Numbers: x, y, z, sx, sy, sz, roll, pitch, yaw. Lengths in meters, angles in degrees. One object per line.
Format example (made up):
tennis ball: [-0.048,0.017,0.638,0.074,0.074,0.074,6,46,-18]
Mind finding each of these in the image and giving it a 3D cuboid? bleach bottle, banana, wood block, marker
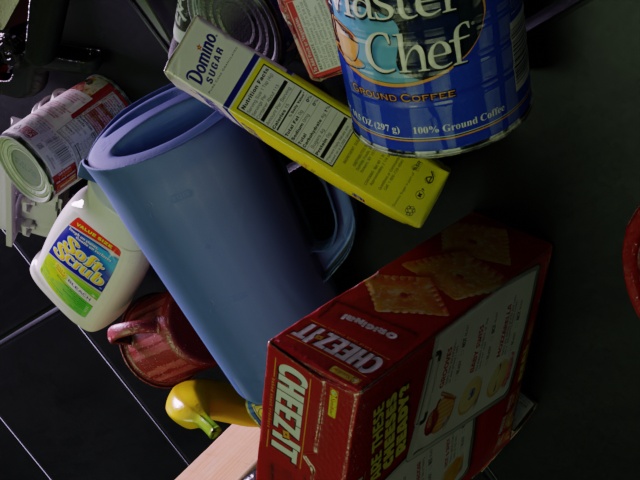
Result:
bleach bottle: [-0.191,-0.007,0.934,0.102,0.068,0.251,46,148,5]
banana: [-0.098,0.154,0.976,0.070,0.037,0.197,43,-176,12]
wood block: [-0.100,0.273,1.035,0.091,0.205,0.090,-1,123,49]
marker: [-0.092,-0.166,0.754,0.020,0.020,0.121,40,145,12]

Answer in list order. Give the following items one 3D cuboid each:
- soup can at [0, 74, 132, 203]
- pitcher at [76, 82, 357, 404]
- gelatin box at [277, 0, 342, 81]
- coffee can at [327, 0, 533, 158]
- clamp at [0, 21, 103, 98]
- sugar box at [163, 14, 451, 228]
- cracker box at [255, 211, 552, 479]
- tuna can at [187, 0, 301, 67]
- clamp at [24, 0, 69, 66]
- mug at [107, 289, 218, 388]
soup can: [-0.210,-0.085,0.893,0.069,0.102,0.068,29,142,26]
pitcher: [-0.055,0.001,0.799,0.149,0.144,0.242,19,142,54]
gelatin box: [-0.006,-0.148,0.627,0.030,0.073,0.089,-17,116,13]
coffee can: [0.054,-0.129,0.554,0.103,0.102,0.140,18,137,37]
clamp: [-0.259,-0.179,0.913,0.172,0.039,0.120,-13,106,47]
sugar box: [-0.009,-0.070,0.659,0.176,0.048,0.093,29,-179,-3]
cracker box: [0.051,0.095,0.653,0.072,0.213,0.164,25,125,30]
tuna can: [-0.047,-0.150,0.707,0.086,0.033,0.086,29,142,26]
clamp: [-0.179,-0.191,0.711,0.210,0.036,0.164,7,133,42]
mug: [-0.136,0.082,0.974,0.082,0.117,0.093,-25,65,50]
